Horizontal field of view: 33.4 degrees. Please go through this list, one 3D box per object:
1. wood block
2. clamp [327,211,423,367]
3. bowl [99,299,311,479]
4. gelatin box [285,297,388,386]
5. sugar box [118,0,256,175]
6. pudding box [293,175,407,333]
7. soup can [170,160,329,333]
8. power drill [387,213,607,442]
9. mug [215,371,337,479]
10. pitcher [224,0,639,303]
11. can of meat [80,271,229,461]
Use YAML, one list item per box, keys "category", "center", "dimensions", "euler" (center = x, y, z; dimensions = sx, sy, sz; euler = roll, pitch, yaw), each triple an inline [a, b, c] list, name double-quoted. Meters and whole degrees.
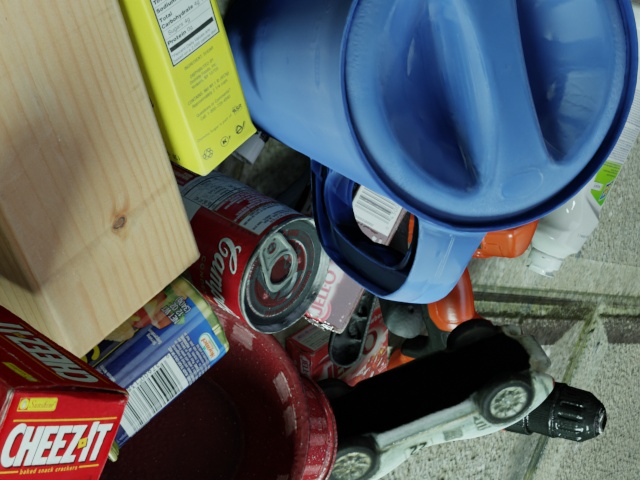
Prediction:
- category: "wood block"
  center: [-0.136, -0.057, 0.474]
  dimensions: [0.090, 0.090, 0.206]
  euler: [-42, 139, -30]
- category: "clamp"
  center: [0.035, 0.003, 0.728]
  dimensions: [0.039, 0.120, 0.171]
  euler: [15, 60, -22]
- category: "bowl"
  center: [-0.088, 0.112, 0.616]
  dimensions: [0.162, 0.162, 0.055]
  euler: [-52, 173, -17]
- category: "gelatin box"
  center: [0.014, 0.090, 0.808]
  dimensions: [0.089, 0.030, 0.073]
  euler: [-31, 133, -38]
- category: "sugar box"
  center: [-0.093, -0.119, 0.488]
  dimensions: [0.048, 0.093, 0.176]
  euler: [-45, 140, -25]
- category: "pudding box"
  center: [0.009, -0.006, 0.661]
  dimensions: [0.039, 0.090, 0.113]
  euler: [30, 88, -21]
- category: "soup can"
  center: [-0.054, 0.001, 0.603]
  dimensions: [0.068, 0.102, 0.068]
  euler: [-30, 133, -38]
- category: "power drill"
  center: [0.131, 0.062, 0.824]
  dimensions: [0.057, 0.185, 0.188]
  euler: [-36, 128, -50]
- category: "mug"
  center: [-0.052, 0.142, 0.702]
  dimensions: [0.081, 0.093, 0.117]
  euler: [10, 90, -49]
- category: "pitcher"
  center: [0.028, -0.079, 0.527]
  dimensions: [0.149, 0.243, 0.145]
  euler: [-38, 110, -10]
- category: "can of meat"
  center: [-0.108, 0.052, 0.556]
  dimensions: [0.083, 0.102, 0.057]
  euler: [-41, 130, -19]
